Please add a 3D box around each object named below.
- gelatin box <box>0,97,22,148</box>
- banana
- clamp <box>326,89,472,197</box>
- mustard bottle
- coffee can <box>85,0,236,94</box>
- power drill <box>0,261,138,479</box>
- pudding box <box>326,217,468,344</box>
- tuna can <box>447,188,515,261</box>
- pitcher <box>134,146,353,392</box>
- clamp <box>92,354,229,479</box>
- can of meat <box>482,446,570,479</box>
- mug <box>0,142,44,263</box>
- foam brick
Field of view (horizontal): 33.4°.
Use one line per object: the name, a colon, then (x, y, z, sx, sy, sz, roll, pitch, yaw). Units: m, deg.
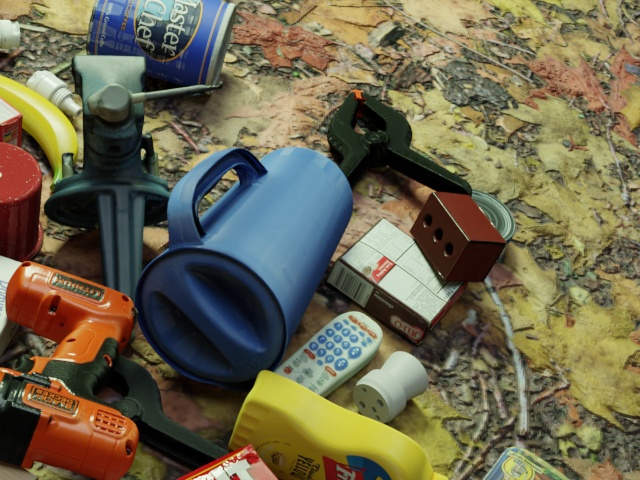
gelatin box: (-0.327, -0.111, 1.021, 0.089, 0.073, 0.030, 36, 46, 16)
banana: (-0.306, -0.127, 1.070, 0.198, 0.037, 0.069, 37, 45, 17)
clamp: (0.070, -0.096, 1.157, 0.164, 0.036, 0.210, -2, 41, -3)
mustard bottle: (0.025, 0.176, 0.847, 0.191, 0.096, 0.058, 24, 45, 4)
coffee can: (-0.173, -0.228, 1.168, 0.140, 0.103, 0.102, 16, 44, -3)
power drill: (-0.216, 0.089, 0.787, 0.184, 0.057, 0.187, 22, 26, -12)
pudding box: (0.077, 0.038, 1.043, 0.113, 0.039, 0.089, 36, 43, 13)
tuna can: (0.161, -0.015, 1.126, 0.086, 0.034, 0.086, 10, 45, -10)
pitcher: (-0.056, 0.001, 0.941, 0.145, 0.149, 0.242, 31, 34, 1)
clamp: (-0.162, 0.152, 0.848, 0.120, 0.039, 0.172, -22, 51, -40)
can of meat: (0.171, 0.229, 0.875, 0.102, 0.057, 0.083, 36, 43, 15)
mug: (-0.296, -0.042, 0.959, 0.093, 0.082, 0.117, -5, 49, -23)
foam brick: (0.134, -0.004, 1.042, 0.051, 0.053, 0.078, 3, 38, -33)
